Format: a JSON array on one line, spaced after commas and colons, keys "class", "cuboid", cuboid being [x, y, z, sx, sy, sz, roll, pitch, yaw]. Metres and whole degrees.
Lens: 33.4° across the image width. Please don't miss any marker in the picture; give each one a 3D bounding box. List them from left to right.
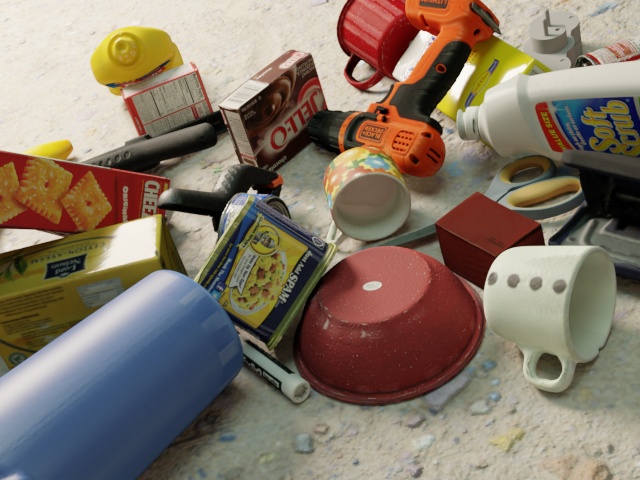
[{"class": "marker", "cuboid": [-0.051, 0.097, 0.873, 0.020, 0.020, 0.121, -35, 40, -22]}]

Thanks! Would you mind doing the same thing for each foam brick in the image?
[{"class": "foam brick", "cuboid": [0.142, 0.005, 0.885, 0.053, 0.051, 0.078, -34, 39, -19]}]

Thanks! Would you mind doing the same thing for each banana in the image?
[{"class": "banana", "cuboid": [-0.342, -0.050, 1.171, 0.070, 0.037, 0.197, 12, 45, 9]}]

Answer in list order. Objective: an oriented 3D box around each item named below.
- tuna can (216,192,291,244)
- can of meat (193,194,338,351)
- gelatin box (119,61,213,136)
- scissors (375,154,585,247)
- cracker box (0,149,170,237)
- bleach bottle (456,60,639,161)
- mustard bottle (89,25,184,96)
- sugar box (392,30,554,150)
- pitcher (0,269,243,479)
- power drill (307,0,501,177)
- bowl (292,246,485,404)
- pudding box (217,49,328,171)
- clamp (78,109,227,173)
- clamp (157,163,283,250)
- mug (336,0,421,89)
[{"class": "tuna can", "cuboid": [-0.056, 0.001, 0.943, 0.034, 0.086, 0.086, 4, 42, 24]}, {"class": "can of meat", "cuboid": [-0.049, 0.025, 0.873, 0.102, 0.084, 0.057, -57, 6, 2]}, {"class": "gelatin box", "cuboid": [-0.169, -0.150, 1.192, 0.089, 0.073, 0.030, -24, 37, -8]}, {"class": "scissors", "cuboid": [0.137, -0.034, 0.967, 0.202, 0.016, 0.096, -11, 36, 9]}, {"class": "cracker box", "cuboid": [-0.274, -0.041, 0.982, 0.164, 0.072, 0.213, 6, -2, 44]}, {"class": "bleach bottle", "cuboid": [0.248, -0.105, 0.943, 0.251, 0.102, 0.068, -3, 35, 22]}, {"class": "mustard bottle", "cuboid": [-0.211, -0.206, 1.216, 0.096, 0.058, 0.191, -19, 2, -1]}, {"class": "sugar box", "cuboid": [0.149, -0.166, 1.073, 0.093, 0.048, 0.176, -55, 40, 9]}, {"class": "pitcher", "cuboid": [-0.180, 0.132, 0.806, 0.149, 0.145, 0.242, 28, 51, 29]}, {"class": "power drill", "cuboid": [0.081, -0.157, 1.056, 0.185, 0.057, 0.187, 22, 83, 48]}, {"class": "bowl", "cuboid": [0.049, 0.054, 0.858, 0.162, 0.055, 0.162, -12, 37, 9]}, {"class": "pudding box", "cuboid": [-0.045, -0.131, 1.104, 0.113, 0.090, 0.039, -40, 40, -26]}, {"class": "clamp", "cuboid": [-0.183, -0.097, 1.143, 0.210, 0.036, 0.164, -17, 11, 17]}, {"class": "clamp", "cuboid": [-0.087, -0.027, 0.970, 0.039, 0.120, 0.171, -3, 35, 25]}, {"class": "mug", "cuboid": [0.070, -0.218, 1.181, 0.117, 0.093, 0.082, -52, 45, 6]}]
